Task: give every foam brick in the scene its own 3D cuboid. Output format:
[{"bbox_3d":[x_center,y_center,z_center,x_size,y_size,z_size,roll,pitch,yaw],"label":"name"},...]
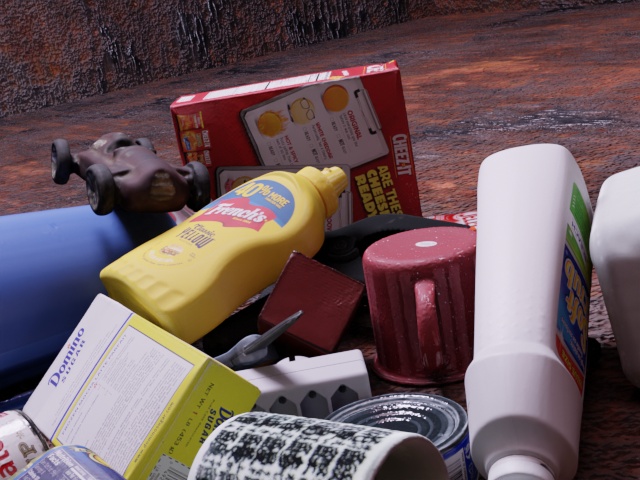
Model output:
[{"bbox_3d":[-0.007,0.047,0.699,0.053,0.051,0.078,27,-14,4],"label":"foam brick"}]

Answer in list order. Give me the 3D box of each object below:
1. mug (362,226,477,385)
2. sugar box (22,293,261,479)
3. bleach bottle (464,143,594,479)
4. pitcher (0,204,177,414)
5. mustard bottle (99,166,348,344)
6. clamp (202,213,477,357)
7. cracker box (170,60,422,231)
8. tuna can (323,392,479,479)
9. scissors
[{"bbox_3d":[0.071,0.043,0.695,0.093,0.081,0.117,-7,16,12],"label":"mug"},{"bbox_3d":[-0.110,0.094,0.619,0.093,0.048,0.176,-58,28,-8],"label":"sugar box"},{"bbox_3d":[0.116,0.052,0.584,0.068,0.102,0.250,-9,35,20],"label":"bleach bottle"},{"bbox_3d":[-0.210,0.047,0.789,0.145,0.149,0.242,-7,6,45],"label":"pitcher"},{"bbox_3d":[-0.055,0.001,0.762,0.191,0.058,0.096,-34,33,-26],"label":"mustard bottle"},{"bbox_3d":[0.012,0.024,0.787,0.210,0.036,0.164,-4,35,11],"label":"clamp"},{"bbox_3d":[-0.019,-0.071,1.010,0.214,0.164,0.072,-9,17,6],"label":"cracker box"},{"bbox_3d":[0.039,0.112,0.560,0.086,0.034,0.086,-9,15,2],"label":"tuna can"},{"bbox_3d":[-0.061,0.074,0.644,0.096,0.016,0.202,-20,-10,-8],"label":"scissors"}]
